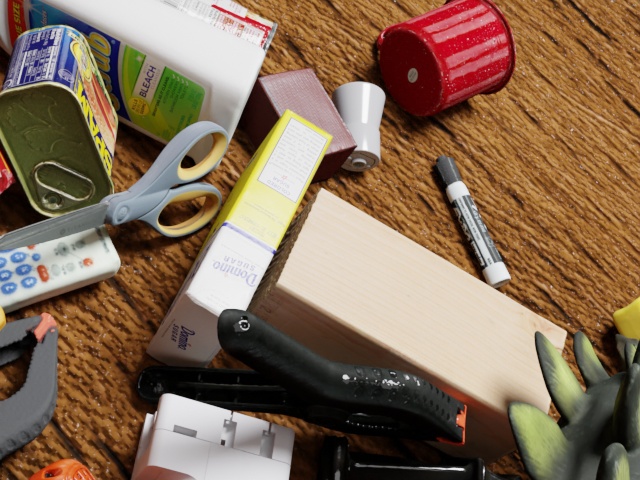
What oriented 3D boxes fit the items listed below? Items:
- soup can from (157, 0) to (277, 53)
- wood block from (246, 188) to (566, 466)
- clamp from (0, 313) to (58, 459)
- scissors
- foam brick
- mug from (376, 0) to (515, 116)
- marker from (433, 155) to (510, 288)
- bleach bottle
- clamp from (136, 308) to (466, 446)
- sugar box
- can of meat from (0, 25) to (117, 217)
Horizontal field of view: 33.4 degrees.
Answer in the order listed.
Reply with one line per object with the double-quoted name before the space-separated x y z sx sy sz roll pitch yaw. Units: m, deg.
"soup can" -0.093 -0.160 0.825 0.102 0.069 0.068 25 54 -11
"wood block" 0.056 0.065 0.753 0.206 0.090 0.090 30 53 -9
"clamp" -0.205 0.115 0.623 0.120 0.039 0.171 44 55 5
"scissors" -0.121 -0.037 0.692 0.016 0.096 0.201 31 15 25
"foam brick" -0.020 -0.086 0.828 0.051 0.053 0.078 -20 73 -34
"mug" 0.097 -0.161 0.917 0.081 0.093 0.117 -27 46 -31
"marker" 0.123 -0.017 0.880 0.020 0.020 0.121 -10 67 -31
"bleach bottle" -0.172 -0.144 0.769 0.250 0.103 0.068 24 46 -5
"clamp" 0.002 0.091 0.656 0.209 0.165 0.036 14 67 -14
"sugar box" -0.055 0.001 0.733 0.048 0.093 0.176 32 52 -6
"can of meat" -0.173 -0.081 0.709 0.057 0.102 0.084 -11 40 4
